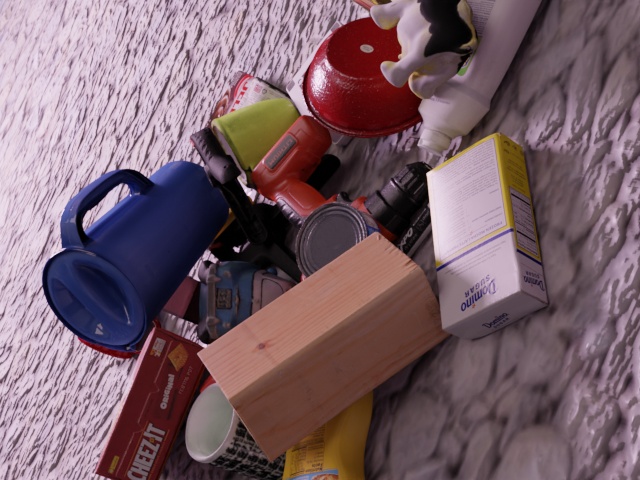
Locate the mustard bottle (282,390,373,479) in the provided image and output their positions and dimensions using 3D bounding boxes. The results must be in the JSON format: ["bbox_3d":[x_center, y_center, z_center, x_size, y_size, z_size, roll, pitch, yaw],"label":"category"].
[{"bbox_3d":[0.002,0.229,1.006,0.096,0.058,0.191,-23,51,41],"label":"mustard bottle"}]

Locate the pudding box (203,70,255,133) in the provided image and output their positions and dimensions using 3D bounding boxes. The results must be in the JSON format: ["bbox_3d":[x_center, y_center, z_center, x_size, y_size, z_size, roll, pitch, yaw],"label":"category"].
[{"bbox_3d":[-0.107,-0.166,1.435,0.113,0.039,0.090,-61,34,4],"label":"pudding box"}]

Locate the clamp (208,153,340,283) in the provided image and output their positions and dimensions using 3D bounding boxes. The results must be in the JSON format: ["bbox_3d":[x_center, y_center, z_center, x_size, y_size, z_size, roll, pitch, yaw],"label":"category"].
[{"bbox_3d":[-0.058,0.002,1.260,0.210,0.036,0.164,-23,52,41],"label":"clamp"}]

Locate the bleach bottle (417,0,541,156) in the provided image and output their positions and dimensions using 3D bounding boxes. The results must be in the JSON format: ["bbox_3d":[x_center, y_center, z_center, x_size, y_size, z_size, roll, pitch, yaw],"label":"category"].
[{"bbox_3d":[0.159,-0.207,1.090,0.103,0.068,0.251,25,91,57],"label":"bleach bottle"}]

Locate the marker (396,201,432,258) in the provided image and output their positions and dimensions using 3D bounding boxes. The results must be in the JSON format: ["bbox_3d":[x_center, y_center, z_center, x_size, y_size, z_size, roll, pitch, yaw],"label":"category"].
[{"bbox_3d":[0.089,0.006,1.077,0.121,0.020,0.020,-54,35,13],"label":"marker"}]

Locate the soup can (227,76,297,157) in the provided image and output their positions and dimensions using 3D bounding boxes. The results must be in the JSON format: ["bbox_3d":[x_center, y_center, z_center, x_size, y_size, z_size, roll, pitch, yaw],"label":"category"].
[{"bbox_3d":[-0.079,-0.149,1.360,0.102,0.068,0.069,-60,34,4],"label":"soup can"}]

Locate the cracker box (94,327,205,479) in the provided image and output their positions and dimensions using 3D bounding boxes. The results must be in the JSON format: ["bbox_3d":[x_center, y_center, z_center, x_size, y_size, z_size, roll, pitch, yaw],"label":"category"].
[{"bbox_3d":[-0.188,0.186,1.205,0.214,0.072,0.164,151,140,-79],"label":"cracker box"}]

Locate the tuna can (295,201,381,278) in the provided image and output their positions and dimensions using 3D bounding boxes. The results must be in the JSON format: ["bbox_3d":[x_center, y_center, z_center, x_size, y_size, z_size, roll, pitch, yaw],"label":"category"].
[{"bbox_3d":[0.019,0.007,1.066,0.086,0.033,0.086,-10,72,33],"label":"tuna can"}]

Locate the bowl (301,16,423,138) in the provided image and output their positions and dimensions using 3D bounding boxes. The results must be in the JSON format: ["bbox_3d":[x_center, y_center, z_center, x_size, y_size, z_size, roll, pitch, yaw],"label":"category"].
[{"bbox_3d":[0.055,-0.188,1.142,0.162,0.055,0.162,-6,55,8],"label":"bowl"}]

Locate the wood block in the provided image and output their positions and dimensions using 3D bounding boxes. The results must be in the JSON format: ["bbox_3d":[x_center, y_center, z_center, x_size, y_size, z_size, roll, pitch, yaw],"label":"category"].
[{"bbox_3d":[0.004,0.095,0.989,0.206,0.090,0.091,-34,35,-9],"label":"wood block"}]

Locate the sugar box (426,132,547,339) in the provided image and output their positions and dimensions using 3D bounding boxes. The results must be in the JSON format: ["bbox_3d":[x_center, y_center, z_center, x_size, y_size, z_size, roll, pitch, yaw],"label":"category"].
[{"bbox_3d":[0.150,-0.004,0.980,0.094,0.048,0.176,-31,49,38],"label":"sugar box"}]

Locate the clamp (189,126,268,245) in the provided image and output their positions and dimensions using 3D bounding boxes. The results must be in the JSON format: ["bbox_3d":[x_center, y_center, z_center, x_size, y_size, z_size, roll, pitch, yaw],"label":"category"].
[{"bbox_3d":[-0.114,-0.083,1.232,0.039,0.120,0.172,-27,55,-13],"label":"clamp"}]

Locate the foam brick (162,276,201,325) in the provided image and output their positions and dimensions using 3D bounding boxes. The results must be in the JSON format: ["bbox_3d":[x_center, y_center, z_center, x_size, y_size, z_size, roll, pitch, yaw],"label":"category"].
[{"bbox_3d":[-0.178,0.068,1.336,0.078,0.053,0.051,19,84,27],"label":"foam brick"}]

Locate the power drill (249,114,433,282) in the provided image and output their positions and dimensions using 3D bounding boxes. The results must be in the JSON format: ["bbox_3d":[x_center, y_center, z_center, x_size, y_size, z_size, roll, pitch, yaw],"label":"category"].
[{"bbox_3d":[0.018,-0.052,1.143,0.184,0.057,0.188,-47,51,12],"label":"power drill"}]

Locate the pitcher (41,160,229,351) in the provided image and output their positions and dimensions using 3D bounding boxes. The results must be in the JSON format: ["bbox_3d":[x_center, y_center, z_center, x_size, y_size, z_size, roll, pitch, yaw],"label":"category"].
[{"bbox_3d":[-0.207,-0.003,1.244,0.149,0.145,0.242,-59,-3,41],"label":"pitcher"}]
